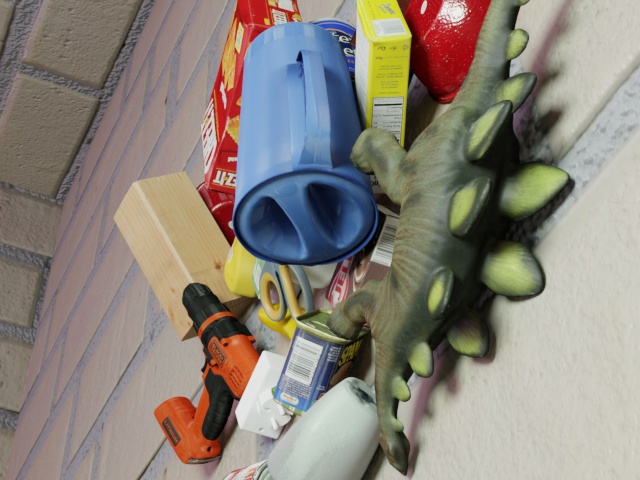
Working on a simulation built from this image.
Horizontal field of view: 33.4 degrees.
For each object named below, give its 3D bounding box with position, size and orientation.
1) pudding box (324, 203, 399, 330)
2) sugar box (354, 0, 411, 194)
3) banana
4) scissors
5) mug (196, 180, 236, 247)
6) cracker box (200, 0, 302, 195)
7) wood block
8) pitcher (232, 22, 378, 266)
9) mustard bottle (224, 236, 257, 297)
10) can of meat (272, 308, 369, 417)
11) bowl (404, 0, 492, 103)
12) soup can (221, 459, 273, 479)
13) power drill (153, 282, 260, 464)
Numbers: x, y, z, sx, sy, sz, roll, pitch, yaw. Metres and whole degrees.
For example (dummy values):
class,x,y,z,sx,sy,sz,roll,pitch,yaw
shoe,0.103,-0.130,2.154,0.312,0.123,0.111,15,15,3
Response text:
class,x,y,z,sx,sy,sz,roll,pitch,yaw
pudding box,0.048,0.023,1.054,0.113,0.039,0.090,-68,19,7
sugar box,0.060,-0.143,1.070,0.093,0.048,0.176,-100,6,-53
banana,-0.030,0.104,1.157,0.198,0.069,0.037,-109,5,-70
scissors,-0.058,0.001,1.154,0.096,0.016,0.202,-40,67,51
mug,-0.140,-0.025,1.530,0.117,0.093,0.081,-69,24,19
cracker box,-0.084,-0.182,1.255,0.164,0.072,0.214,-102,27,-56
wood block,-0.185,0.019,1.448,0.206,0.090,0.090,58,137,19
pitcher,-0.018,-0.109,1.037,0.149,0.144,0.243,-30,43,26
mustard bottle,-0.075,-0.027,1.345,0.096,0.058,0.192,-86,12,-54
can of meat,-0.001,0.118,1.025,0.102,0.057,0.084,-10,-59,-73
bowl,0.125,-0.220,1.049,0.162,0.055,0.162,-54,25,40
soup can,-0.058,0.258,1.076,0.102,0.068,0.068,-36,39,58
power drill,-0.145,0.170,1.326,0.185,0.057,0.188,52,129,37
